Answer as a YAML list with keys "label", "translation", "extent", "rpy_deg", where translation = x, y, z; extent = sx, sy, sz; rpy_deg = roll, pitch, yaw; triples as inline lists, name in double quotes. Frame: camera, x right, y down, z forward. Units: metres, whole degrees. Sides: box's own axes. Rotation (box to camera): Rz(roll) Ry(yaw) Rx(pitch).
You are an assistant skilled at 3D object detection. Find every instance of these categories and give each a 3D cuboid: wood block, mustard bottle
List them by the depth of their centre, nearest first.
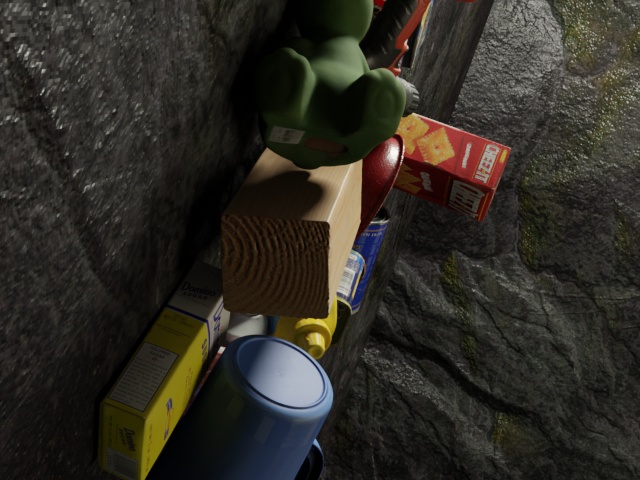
- label: "wood block"
  translation: [-0.020, -0.017, 0.950]
  extent: [0.206, 0.091, 0.090]
  rpy_deg: [-68, 160, -66]
- label: "mustard bottle"
  translation: [-0.023, 0.064, 1.127]
  extent: [0.096, 0.058, 0.192]
  rpy_deg: [-59, -157, 20]

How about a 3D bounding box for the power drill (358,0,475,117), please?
- label: "power drill"
  translation: [0.090, -0.206, 1.093]
  extent: [0.188, 0.057, 0.184]
  rpy_deg: [-52, 154, 21]

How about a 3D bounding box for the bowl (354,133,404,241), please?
- label: "bowl"
  translation: [0.027, -0.064, 1.212]
  extent: [0.162, 0.055, 0.162]
  rpy_deg: [-52, -162, 24]

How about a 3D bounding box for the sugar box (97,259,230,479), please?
- label: "sugar box"
  translation: [-0.126, 0.107, 0.894]
  extent: [0.176, 0.048, 0.093]
  rpy_deg: [-58, 167, -45]

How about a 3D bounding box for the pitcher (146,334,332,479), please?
- label: "pitcher"
  translation: [-0.075, 0.208, 0.997]
  extent: [0.243, 0.145, 0.149]
  rpy_deg: [-62, 172, 29]

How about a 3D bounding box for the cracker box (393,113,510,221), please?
- label: "cracker box"
  translation: [0.139, -0.108, 1.456]
  extent: [0.164, 0.214, 0.072]
  rpy_deg: [75, 37, -76]
